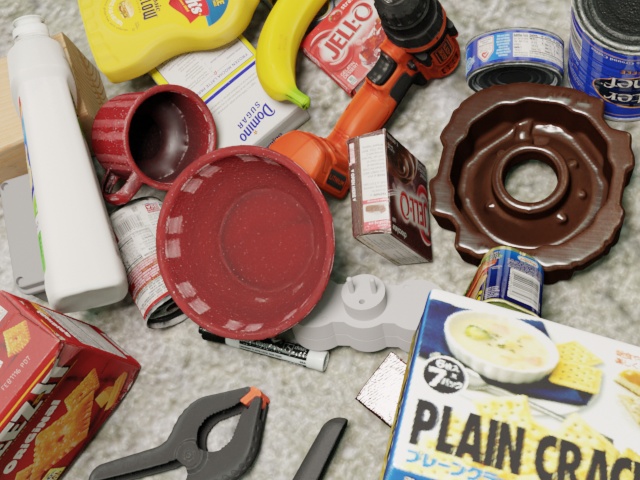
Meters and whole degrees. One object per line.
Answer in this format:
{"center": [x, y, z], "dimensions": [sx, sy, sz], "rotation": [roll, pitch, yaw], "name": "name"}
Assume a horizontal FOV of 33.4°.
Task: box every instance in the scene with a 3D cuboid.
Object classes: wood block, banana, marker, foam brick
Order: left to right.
{"center": [-0.310, -0.105, 1.019], "dimensions": [0.206, 0.090, 0.091], "rotation": [-22, 72, 5], "name": "wood block"}
{"center": [-0.052, 0.092, 0.946], "dimensions": [0.121, 0.020, 0.020], "rotation": [13, 78, 15], "name": "marker"}
{"center": [-0.017, -0.196, 0.978], "dimensions": [0.070, 0.037, 0.197], "rotation": [10, 62, 12], "name": "banana"}
{"center": [0.076, 0.138, 0.888], "dimensions": [0.078, 0.053, 0.051], "rotation": [37, 85, 19], "name": "foam brick"}

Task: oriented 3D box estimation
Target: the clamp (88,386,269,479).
{"center": [-0.119, 0.188, 0.925], "dimensions": [0.120, 0.039, 0.171], "rotation": [34, 77, 18], "name": "clamp"}

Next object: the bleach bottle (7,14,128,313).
{"center": [-0.224, -0.069, 0.916], "dimensions": [0.068, 0.103, 0.251], "rotation": [-12, 80, -14], "name": "bleach bottle"}

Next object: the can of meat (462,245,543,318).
{"center": [0.139, 0.066, 0.855], "dimensions": [0.057, 0.084, 0.102], "rotation": [23, 125, -1], "name": "can of meat"}

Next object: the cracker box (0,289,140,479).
{"center": [-0.245, 0.139, 0.872], "dimensions": [0.072, 0.213, 0.164], "rotation": [36, 85, 13], "name": "cracker box"}

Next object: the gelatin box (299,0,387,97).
{"center": [0.036, -0.187, 0.997], "dimensions": [0.089, 0.030, 0.073], "rotation": [-44, 71, -2], "name": "gelatin box"}

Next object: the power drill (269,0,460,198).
{"center": [0.041, -0.129, 0.911], "dimensions": [0.057, 0.184, 0.188], "rotation": [43, 97, 20], "name": "power drill"}

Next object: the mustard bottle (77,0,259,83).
{"center": [-0.120, -0.218, 0.976], "dimensions": [0.191, 0.058, 0.096], "rotation": [-19, 74, 3], "name": "mustard bottle"}

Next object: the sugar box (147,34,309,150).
{"center": [-0.100, -0.154, 1.011], "dimensions": [0.093, 0.048, 0.176], "rotation": [-39, 74, -2], "name": "sugar box"}

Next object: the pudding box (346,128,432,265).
{"center": [0.060, -0.034, 0.906], "dimensions": [0.039, 0.113, 0.090], "rotation": [-10, 73, 24], "name": "pudding box"}

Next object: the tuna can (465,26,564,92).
{"center": [0.169, -0.153, 0.930], "dimensions": [0.086, 0.086, 0.034], "rotation": [0, 76, 12], "name": "tuna can"}

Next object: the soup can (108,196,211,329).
{"center": [-0.149, 0.019, 0.961], "dimensions": [0.068, 0.068, 0.102], "rotation": [-33, 71, 2], "name": "soup can"}

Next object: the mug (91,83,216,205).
{"center": [-0.158, -0.082, 0.955], "dimensions": [0.082, 0.093, 0.117], "rotation": [8, 67, 52], "name": "mug"}

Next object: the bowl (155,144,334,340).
{"center": [-0.056, 0.001, 0.900], "dimensions": [0.162, 0.055, 0.162], "rotation": [1, 93, 20], "name": "bowl"}
